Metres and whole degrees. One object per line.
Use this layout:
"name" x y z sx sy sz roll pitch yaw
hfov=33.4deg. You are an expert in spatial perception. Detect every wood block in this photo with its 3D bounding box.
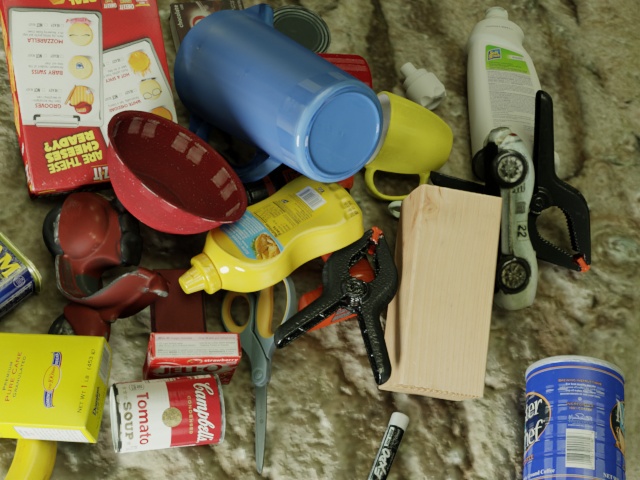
"wood block" 0.124 0.057 1.112 0.090 0.090 0.206 9 78 -9

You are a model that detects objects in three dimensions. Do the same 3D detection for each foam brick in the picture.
"foam brick" -0.146 0.074 1.087 0.051 0.053 0.078 0 61 -15

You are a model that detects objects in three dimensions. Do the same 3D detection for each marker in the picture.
"marker" 0.062 0.229 1.075 0.020 0.020 0.121 25 58 0

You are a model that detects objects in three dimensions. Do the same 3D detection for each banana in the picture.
"banana" -0.290 0.231 0.974 0.070 0.037 0.197 9 55 16

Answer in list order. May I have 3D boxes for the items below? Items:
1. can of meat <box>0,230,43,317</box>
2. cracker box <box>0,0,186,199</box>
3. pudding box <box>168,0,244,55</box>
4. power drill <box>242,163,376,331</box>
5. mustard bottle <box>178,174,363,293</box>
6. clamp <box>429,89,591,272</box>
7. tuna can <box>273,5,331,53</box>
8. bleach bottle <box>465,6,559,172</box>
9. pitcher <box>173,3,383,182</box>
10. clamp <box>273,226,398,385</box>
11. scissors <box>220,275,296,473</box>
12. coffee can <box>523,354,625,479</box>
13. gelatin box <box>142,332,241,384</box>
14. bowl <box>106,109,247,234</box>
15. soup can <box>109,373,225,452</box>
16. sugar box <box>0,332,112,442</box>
"can of meat" -0.341 0.034 1.056 0.102 0.057 0.083 43 63 12
"cracker box" -0.246 -0.162 1.146 0.164 0.072 0.214 -9 86 -18
"pudding box" -0.126 -0.232 1.271 0.090 0.039 0.113 -9 65 -19
"power drill" -0.022 0.002 1.158 0.184 0.057 0.188 -18 68 -19
"mustard bottle" -0.057 0.002 1.084 0.191 0.058 0.096 -29 49 -20
"clamp" 0.236 -0.044 1.230 0.164 0.036 0.210 -30 99 4
"tuna can" -0.032 -0.244 1.306 0.086 0.034 0.086 6 60 -11
"bleach bottle" 0.234 -0.188 1.330 0.102 0.068 0.251 8 58 -10
"pitcher" -0.049 -0.142 1.133 0.144 0.149 0.243 -25 37 -24
"clamp" 0.041 0.065 1.081 0.120 0.039 0.171 30 61 3
"scissors" -0.075 0.128 1.090 0.096 0.016 0.202 7 79 34
"coffee can" 0.260 0.202 1.094 0.102 0.103 0.140 13 59 -8
"gelatin box" -0.128 0.118 1.054 0.089 0.073 0.030 0 61 -15
"bowl" -0.154 -0.058 1.068 0.162 0.055 0.162 31 27 -18
"soup can" -0.148 0.166 1.026 0.102 0.069 0.068 -3 62 -16
"sugar box" -0.288 0.134 0.990 0.176 0.048 0.093 2 59 6
